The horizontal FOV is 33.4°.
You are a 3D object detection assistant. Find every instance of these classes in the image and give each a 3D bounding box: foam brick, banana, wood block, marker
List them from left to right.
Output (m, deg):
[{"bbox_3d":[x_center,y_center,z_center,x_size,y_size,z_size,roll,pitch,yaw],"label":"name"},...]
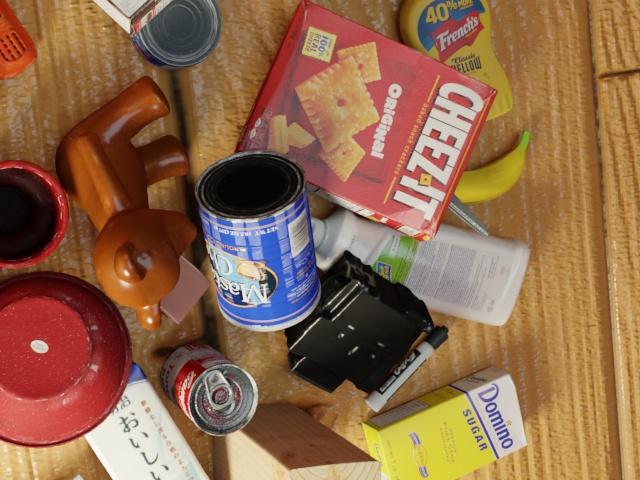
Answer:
[{"bbox_3d":[-0.154,0.033,1.024,0.078,0.051,0.053,45,78,-22],"label":"foam brick"},{"bbox_3d":[-0.028,0.226,1.018,0.090,0.206,0.091,-1,96,-24],"label":"wood block"},{"bbox_3d":[0.097,0.138,1.163,0.121,0.020,0.020,-44,111,-13],"label":"marker"},{"bbox_3d":[0.147,-0.071,1.153,0.197,0.037,0.069,-11,82,-23],"label":"banana"}]

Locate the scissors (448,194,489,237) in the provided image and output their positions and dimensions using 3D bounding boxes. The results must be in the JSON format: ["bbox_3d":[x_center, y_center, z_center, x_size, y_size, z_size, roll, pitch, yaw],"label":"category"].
[{"bbox_3d":[0.107,-0.092,1.109,0.201,0.016,0.096,29,73,-6],"label":"scissors"}]

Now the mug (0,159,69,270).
[{"bbox_3d":[-0.280,-0.015,0.946,0.093,0.082,0.117,16,90,-25],"label":"mug"}]

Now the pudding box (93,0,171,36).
[{"bbox_3d":[-0.178,-0.255,0.963,0.113,0.039,0.090,43,79,6],"label":"pudding box"}]

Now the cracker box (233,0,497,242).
[{"bbox_3d":[0.043,-0.115,1.049,0.213,0.072,0.164,24,86,-5],"label":"cracker box"}]

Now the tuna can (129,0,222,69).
[{"bbox_3d":[-0.137,-0.206,1.010,0.086,0.034,0.086,-3,98,-23],"label":"tuna can"}]

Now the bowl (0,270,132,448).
[{"bbox_3d":[-0.247,0.099,0.938,0.162,0.055,0.162,3,74,-9],"label":"bowl"}]

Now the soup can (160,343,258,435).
[{"bbox_3d":[-0.109,0.141,1.029,0.068,0.102,0.068,-3,98,-23],"label":"soup can"}]

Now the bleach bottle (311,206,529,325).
[{"bbox_3d":[0.094,0.014,1.124,0.250,0.068,0.102,17,90,-22],"label":"bleach bottle"}]

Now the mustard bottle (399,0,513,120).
[{"bbox_3d":[0.134,-0.215,1.114,0.096,0.058,0.191,-20,104,-12],"label":"mustard bottle"}]

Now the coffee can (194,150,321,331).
[{"bbox_3d":[-0.057,0.001,1.005,0.102,0.103,0.140,-25,134,-19],"label":"coffee can"}]

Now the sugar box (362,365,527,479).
[{"bbox_3d":[0.140,0.214,1.178,0.176,0.048,0.093,-20,104,-19],"label":"sugar box"}]
